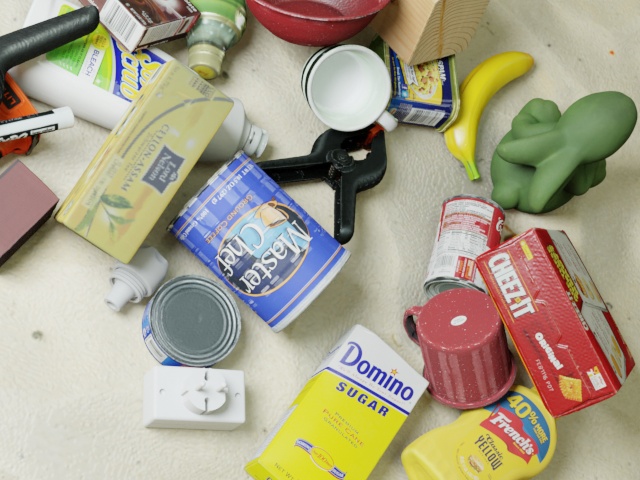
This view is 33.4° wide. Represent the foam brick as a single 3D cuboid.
[{"bbox_3d":[-0.273,-0.020,0.922,0.051,0.053,0.078,41,60,-4],"label":"foam brick"}]

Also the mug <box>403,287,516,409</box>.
[{"bbox_3d":[0.129,0.096,1.029,0.117,0.081,0.093,26,57,38],"label":"mug"}]

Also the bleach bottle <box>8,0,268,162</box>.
[{"bbox_3d":[-0.166,-0.145,1.018,0.250,0.068,0.102,21,62,-19],"label":"bleach bottle"}]

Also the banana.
[{"bbox_3d":[0.184,-0.158,1.203,0.069,0.037,0.197,48,57,-29],"label":"banana"}]

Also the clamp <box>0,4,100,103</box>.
[{"bbox_3d":[-0.290,-0.152,0.900,0.164,0.036,0.210,14,58,-1],"label":"clamp"}]

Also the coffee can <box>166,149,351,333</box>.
[{"bbox_3d":[-0.056,0.001,0.984,0.140,0.103,0.102,44,58,-3],"label":"coffee can"}]

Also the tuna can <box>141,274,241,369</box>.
[{"bbox_3d":[-0.118,0.076,0.965,0.086,0.034,0.086,9,66,-22],"label":"tuna can"}]

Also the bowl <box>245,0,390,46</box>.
[{"bbox_3d":[-0.010,-0.240,1.058,0.162,0.055,0.162,5,42,-5],"label":"bowl"}]

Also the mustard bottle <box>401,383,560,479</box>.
[{"bbox_3d":[0.174,0.195,1.039,0.191,0.058,0.096,-30,79,-32],"label":"mustard bottle"}]

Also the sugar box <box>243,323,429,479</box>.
[{"bbox_3d":[0.018,0.169,0.984,0.093,0.048,0.176,41,60,-5],"label":"sugar box"}]

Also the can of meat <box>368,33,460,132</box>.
[{"bbox_3d":[0.098,-0.174,1.154,0.083,0.058,0.102,6,67,-20],"label":"can of meat"}]

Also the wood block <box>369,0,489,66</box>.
[{"bbox_3d":[0.076,-0.292,1.135,0.090,0.091,0.206,-21,61,-33],"label":"wood block"}]

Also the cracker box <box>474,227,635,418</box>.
[{"bbox_3d":[0.232,0.074,1.042,0.164,0.072,0.213,64,19,9],"label":"cracker box"}]

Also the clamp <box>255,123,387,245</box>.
[{"bbox_3d":[0.006,-0.074,1.072,0.120,0.039,0.171,34,43,1],"label":"clamp"}]

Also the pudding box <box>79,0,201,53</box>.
[{"bbox_3d":[-0.181,-0.233,1.001,0.113,0.039,0.089,49,36,5],"label":"pudding box"}]

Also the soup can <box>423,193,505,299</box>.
[{"bbox_3d":[0.148,0.013,1.095,0.068,0.069,0.102,24,62,-15],"label":"soup can"}]

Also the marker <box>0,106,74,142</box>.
[{"bbox_3d":[-0.269,-0.093,0.906,0.120,0.020,0.020,-17,78,-28],"label":"marker"}]
